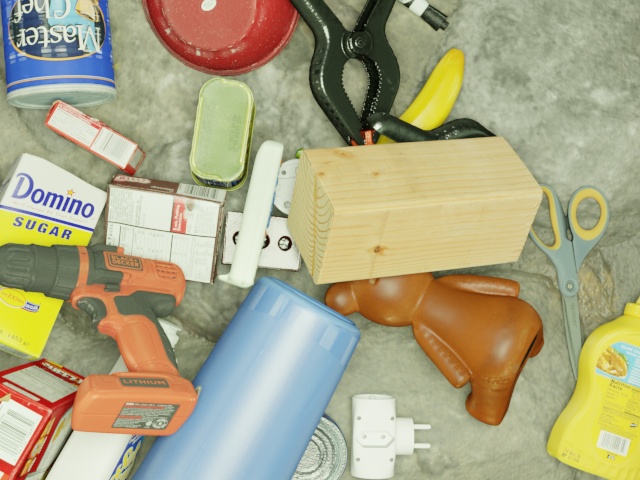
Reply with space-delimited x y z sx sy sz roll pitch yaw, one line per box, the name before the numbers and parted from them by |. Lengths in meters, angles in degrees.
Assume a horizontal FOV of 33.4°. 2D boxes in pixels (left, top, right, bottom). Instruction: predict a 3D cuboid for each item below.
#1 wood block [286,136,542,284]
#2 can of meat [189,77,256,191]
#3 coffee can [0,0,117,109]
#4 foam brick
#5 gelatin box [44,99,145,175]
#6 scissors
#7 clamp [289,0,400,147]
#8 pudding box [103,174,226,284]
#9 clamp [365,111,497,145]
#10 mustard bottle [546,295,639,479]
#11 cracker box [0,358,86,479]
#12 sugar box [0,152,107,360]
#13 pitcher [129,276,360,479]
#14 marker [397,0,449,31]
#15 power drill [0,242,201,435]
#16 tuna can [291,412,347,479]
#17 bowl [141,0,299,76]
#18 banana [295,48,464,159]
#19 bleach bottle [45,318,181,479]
wood block | 0.085 -0.030 0.983 0.205 0.090 0.091 -6 134 -21
can of meat | -0.095 -0.102 1.030 0.057 0.084 0.102 8 88 -3
coffee can | -0.250 -0.202 1.013 0.102 0.103 0.140 -5 89 -3
foam brick | -0.057 0.001 1.046 0.078 0.051 0.053 5 88 -3
gelatin box | -0.216 -0.098 1.028 0.089 0.073 0.030 30 86 -2
scissors | 0.267 0.032 1.082 0.096 0.016 0.202 -21 90 -3
clamp | 0.020 -0.191 1.013 0.164 0.036 0.210 -3 96 -25
pudding box | -0.152 -0.010 1.035 0.113 0.039 0.090 9 111 -1
clamp | 0.106 -0.087 1.032 0.171 0.120 0.039 -18 53 -18
mustard bottle | 0.300 0.139 1.060 0.096 0.058 0.191 20 88 -9
cracker box | -0.284 0.195 0.949 0.072 0.214 0.164 29 87 -1
sugar box | -0.274 0.014 0.995 0.093 0.048 0.176 28 67 -24
pitcher | -0.066 0.159 0.972 0.144 0.149 0.243 31 88 -44
marker | 0.079 -0.251 1.075 0.121 0.020 0.020 37 87 -2
power drill | -0.190 0.078 0.927 0.184 0.188 0.057 8 131 -30
tuna can | -0.016 0.209 1.054 0.086 0.034 0.086 0 89 -3
bowl | -0.101 -0.231 1.017 0.162 0.055 0.162 3 111 8
banana | 0.074 -0.113 1.063 0.197 0.037 0.069 -33 93 -3
bleach bottle | -0.203 0.190 1.009 0.068 0.102 0.251 26 88 11
